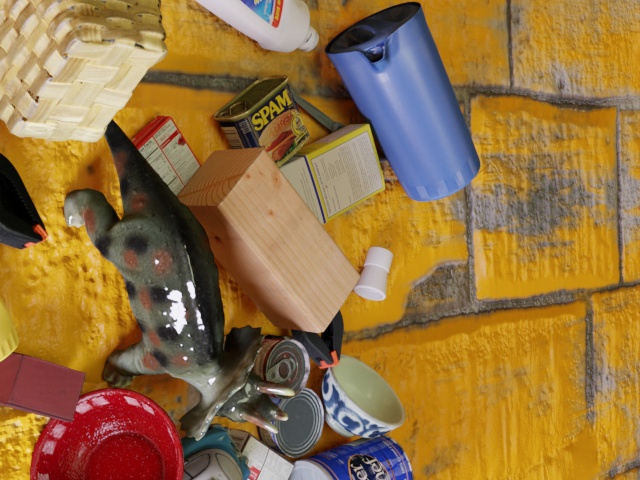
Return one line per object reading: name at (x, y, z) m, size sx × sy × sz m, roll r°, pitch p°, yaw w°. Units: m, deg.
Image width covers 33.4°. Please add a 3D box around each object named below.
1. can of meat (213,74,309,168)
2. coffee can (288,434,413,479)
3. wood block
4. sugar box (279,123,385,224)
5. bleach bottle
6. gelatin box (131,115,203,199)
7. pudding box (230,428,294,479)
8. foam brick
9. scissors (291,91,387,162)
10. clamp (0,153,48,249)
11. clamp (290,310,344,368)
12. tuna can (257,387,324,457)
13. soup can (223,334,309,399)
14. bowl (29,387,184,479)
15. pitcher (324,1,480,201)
can of meat at (-0.067, -0.135, 1.263) m, size 0.102 × 0.058 × 0.084 m, roll -45°, pitch 123°, yaw -35°
coffee can at (0.034, 0.308, 1.338) m, size 0.140 × 0.103 × 0.103 m, roll -10°, pitch 97°, yaw -45°
wood block at (-0.058, 0.002, 1.200) m, size 0.206 × 0.091 × 0.090 m, roll 52°, pitch 59°, yaw -31°
sugar box at (-0.002, -0.072, 1.328) m, size 0.175 × 0.048 × 0.093 m, roll -28°, pitch 111°, yaw -32°
bleach bottle at (-0.088, -0.299, 1.235) m, size 0.250 × 0.068 × 0.102 m, roll 30°, pitch 70°, yaw -44°
gelatin box at (-0.174, -0.081, 1.173) m, size 0.073 × 0.030 × 0.089 m, roll -49°, pitch 124°, yaw -31°
pudding box at (-0.089, 0.293, 1.260) m, size 0.090 × 0.039 × 0.113 m, roll 43°, pitch 63°, yaw -36°
foam brick at (-0.282, 0.144, 1.051) m, size 0.078 × 0.053 × 0.051 m, roll 27°, pitch 72°, yaw -42°
scissors at (0.024, -0.122, 1.383) m, size 0.201 × 0.016 × 0.096 m, roll 13°, pitch 81°, yaw -45°
clamp at (-0.324, -0.074, 0.992) m, size 0.210 × 0.036 × 0.164 m, roll 55°, pitch 20°, yaw -47°
clamp at (-0.007, 0.071, 1.330) m, size 0.120 × 0.039 × 0.171 m, roll -29°, pitch 102°, yaw -37°
tuna can at (-0.037, 0.222, 1.314) m, size 0.085 × 0.034 × 0.086 m, roll -1°, pitch 91°, yaw -45°
soup can at (-0.072, 0.144, 1.229) m, size 0.068 × 0.102 × 0.068 m, roll -1°, pitch 91°, yaw -46°
bowl at (-0.208, 0.234, 1.082) m, size 0.055 × 0.162 × 0.162 m, roll 60°, pitch 45°, yaw -68°
pitcher at (0.116, -0.181, 1.393) m, size 0.149 × 0.145 × 0.242 m, roll -41°, pitch 116°, yaw -28°
